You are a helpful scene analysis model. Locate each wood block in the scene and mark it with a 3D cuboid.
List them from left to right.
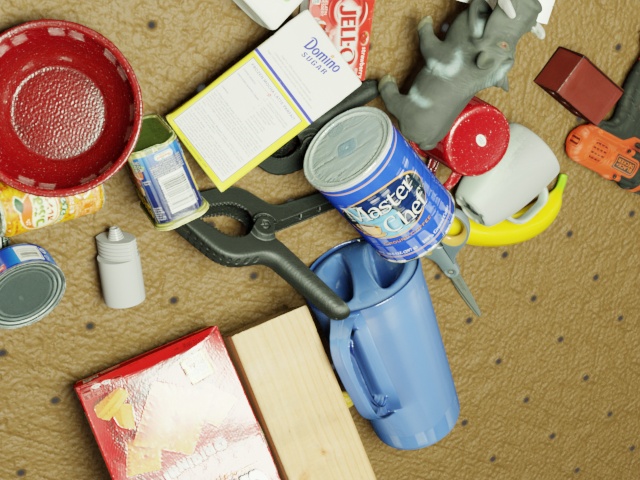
[{"bbox_3d":[-0.026,0.183,1.162,0.090,0.091,0.206,-22,90,-16],"label":"wood block"}]

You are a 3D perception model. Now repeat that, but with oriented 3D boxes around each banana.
[{"bbox_3d":[0.210,-0.027,1.263,0.197,0.037,0.069,-13,88,-21],"label":"banana"}]

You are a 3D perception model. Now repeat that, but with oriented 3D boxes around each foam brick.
[{"bbox_3d":[0.295,-0.177,1.222,0.078,0.053,0.051,32,97,-30],"label":"foam brick"}]

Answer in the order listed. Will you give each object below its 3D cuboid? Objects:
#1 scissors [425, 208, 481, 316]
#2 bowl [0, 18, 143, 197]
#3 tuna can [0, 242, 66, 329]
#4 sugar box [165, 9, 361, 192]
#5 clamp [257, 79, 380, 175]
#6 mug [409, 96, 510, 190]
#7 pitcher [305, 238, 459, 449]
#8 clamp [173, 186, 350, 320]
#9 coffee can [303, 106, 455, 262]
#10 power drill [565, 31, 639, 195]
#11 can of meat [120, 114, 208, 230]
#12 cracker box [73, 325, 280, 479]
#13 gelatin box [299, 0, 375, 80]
[{"bbox_3d":[0.164,0.023,1.246,0.096,0.016,0.201,-24,129,37],"label":"scissors"},{"bbox_3d":[-0.245,-0.120,0.991,0.162,0.055,0.162,0,92,-8],"label":"bowl"},{"bbox_3d":[-0.298,0.044,1.053,0.086,0.034,0.086,-26,142,-22],"label":"tuna can"},{"bbox_3d":[-0.057,-0.138,1.055,0.176,0.048,0.093,-37,101,-1],"label":"sugar box"},{"bbox_3d":[-0.010,-0.117,1.123,0.171,0.039,0.120,1,111,-28],"label":"clamp"},{"bbox_3d":[0.149,-0.109,1.170,0.093,0.082,0.117,18,103,-29],"label":"mug"},{"bbox_3d":[0.075,0.129,1.210,0.149,0.145,0.243,-30,123,-12],"label":"pitcher"},{"bbox_3d":[-0.057,0.001,1.109,0.209,0.164,0.036,7,145,-19],"label":"clamp"},{"bbox_3d":[0.063,-0.056,1.108,0.103,0.103,0.140,-45,130,0],"label":"coffee can"},{"bbox_3d":[0.403,-0.147,1.278,0.184,0.057,0.188,20,103,-29],"label":"power drill"},{"bbox_3d":[-0.158,-0.068,1.043,0.057,0.102,0.084,-26,118,-11],"label":"can of meat"},{"bbox_3d":[-0.147,0.219,1.138,0.164,0.072,0.214,-22,89,-14],"label":"cracker box"},{"bbox_3d":[0.014,-0.211,1.097,0.073,0.030,0.089,-1,112,-23],"label":"gelatin box"}]
